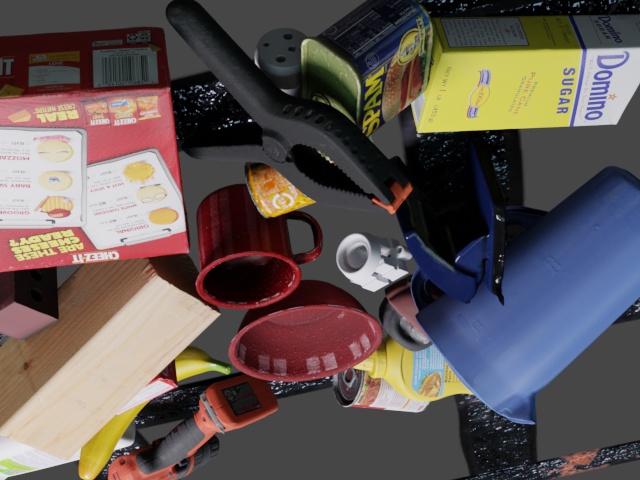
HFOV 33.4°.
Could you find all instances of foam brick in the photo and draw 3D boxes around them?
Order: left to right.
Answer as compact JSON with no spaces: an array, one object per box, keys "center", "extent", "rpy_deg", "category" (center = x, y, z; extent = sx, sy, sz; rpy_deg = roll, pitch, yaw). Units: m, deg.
[{"center":[-0.273,0.041,0.962],"extent":[0.051,0.078,0.052],"rpy_deg":[-29,144,25],"category":"foam brick"}]

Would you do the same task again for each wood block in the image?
[{"center":[-0.204,0.092,0.981],"extent":[0.206,0.091,0.090],"rpy_deg":[-43,136,10],"category":"wood block"}]

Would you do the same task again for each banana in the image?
[{"center":[-0.193,0.173,1.155],"extent":[0.197,0.070,0.037],"rpy_deg":[-38,146,-7],"category":"banana"}]

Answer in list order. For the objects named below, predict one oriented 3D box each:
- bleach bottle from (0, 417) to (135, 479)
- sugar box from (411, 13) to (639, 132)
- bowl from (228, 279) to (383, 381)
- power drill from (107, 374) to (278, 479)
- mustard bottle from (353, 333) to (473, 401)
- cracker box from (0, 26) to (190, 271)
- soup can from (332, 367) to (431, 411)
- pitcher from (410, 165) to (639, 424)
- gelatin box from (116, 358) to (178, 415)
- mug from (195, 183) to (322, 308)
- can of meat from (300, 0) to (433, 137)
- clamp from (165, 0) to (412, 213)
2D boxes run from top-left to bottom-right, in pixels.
[{"center":[-0.345,0.233,1.244],"extent":[0.251,0.068,0.102],"rpy_deg":[-20,145,18],"category":"bleach bottle"},{"center":[0.166,-0.132,0.847],"extent":[0.176,0.048,0.093],"rpy_deg":[-2,145,-10],"category":"sugar box"},{"center":[-0.018,0.088,1.116],"extent":[0.162,0.055,0.162],"rpy_deg":[-7,146,-5],"category":"bowl"},{"center":[-0.138,0.229,1.263],"extent":[0.188,0.057,0.184],"rpy_deg":[-41,165,27],"category":"power drill"},{"center":[0.129,0.130,1.190],"extent":[0.191,0.096,0.058],"rpy_deg":[-1,-171,-13],"category":"mustard bottle"},{"center":[-0.191,-0.066,0.829],"extent":[0.164,0.072,0.214],"rpy_deg":[-5,147,-6],"category":"cracker box"},{"center":[0.074,0.163,1.242],"extent":[0.102,0.068,0.069],"rpy_deg":[9,142,-27],"category":"soup can"},{"center":[0.211,0.038,1.003],"extent":[0.243,0.145,0.149],"rpy_deg":[-42,107,5],"category":"pitcher"},{"center":[-0.193,0.133,1.122],"extent":[0.089,0.073,0.030],"rpy_deg":[-28,143,25],"category":"gelatin box"},{"center":[-0.056,0.001,0.954],"extent":[0.117,0.081,0.093],"rpy_deg":[-10,147,0],"category":"mug"},{"center":[0.035,-0.125,0.782],"extent":[0.083,0.057,0.102],"rpy_deg":[-40,155,-23],"category":"can of meat"},{"center":[-0.030,-0.075,0.796],"extent":[0.210,0.036,0.165],"rpy_deg":[33,152,11],"category":"clamp"}]
